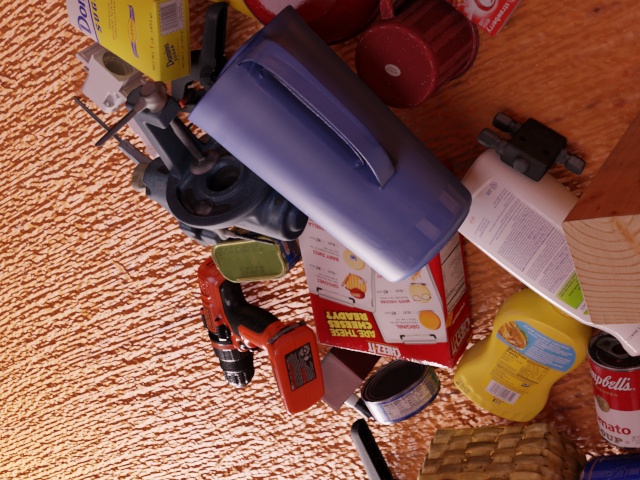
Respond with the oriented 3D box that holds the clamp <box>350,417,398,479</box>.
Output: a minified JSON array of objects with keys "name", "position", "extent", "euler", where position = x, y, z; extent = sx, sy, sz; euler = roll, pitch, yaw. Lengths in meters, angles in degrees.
[{"name":"clamp","position":[0.102,0.315,1.306],"extent":[0.165,0.036,0.210],"euler":[21,133,14]}]

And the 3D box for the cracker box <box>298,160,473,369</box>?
[{"name":"cracker box","position":[0.064,0.016,1.104],"extent":[0.164,0.072,0.214],"euler":[8,125,31]}]

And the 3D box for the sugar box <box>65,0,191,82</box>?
[{"name":"sugar box","position":[-0.202,-0.238,1.096],"extent":[0.176,0.048,0.093],"euler":[33,135,35]}]

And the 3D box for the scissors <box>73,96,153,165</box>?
[{"name":"scissors","position":[-0.217,-0.105,1.224],"extent":[0.202,0.016,0.096],"euler":[44,172,0]}]

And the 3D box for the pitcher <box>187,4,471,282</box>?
[{"name":"pitcher","position":[0.015,-0.079,0.926],"extent":[0.243,0.149,0.145],"euler":[42,125,-5]}]

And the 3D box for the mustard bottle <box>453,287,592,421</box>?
[{"name":"mustard bottle","position":[0.214,0.100,1.065],"extent":[0.096,0.058,0.192],"euler":[29,133,2]}]

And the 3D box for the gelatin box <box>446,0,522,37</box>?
[{"name":"gelatin box","position":[0.145,-0.230,0.907],"extent":[0.073,0.030,0.089],"euler":[39,134,5]}]

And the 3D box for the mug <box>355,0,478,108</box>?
[{"name":"mug","position":[0.080,-0.180,0.951],"extent":[0.093,0.081,0.117],"euler":[2,120,34]}]

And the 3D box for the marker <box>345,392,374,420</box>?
[{"name":"marker","position":[0.017,0.176,1.282],"extent":[0.121,0.020,0.020],"euler":[34,133,10]}]

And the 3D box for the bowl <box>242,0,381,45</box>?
[{"name":"bowl","position":[-0.016,-0.248,0.964],"extent":[0.162,0.055,0.162],"euler":[8,117,16]}]

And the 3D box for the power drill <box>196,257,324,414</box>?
[{"name":"power drill","position":[-0.073,0.126,1.243],"extent":[0.188,0.057,0.184],"euler":[29,140,46]}]

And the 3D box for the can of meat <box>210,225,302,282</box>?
[{"name":"can of meat","position":[-0.058,0.001,1.169],"extent":[0.102,0.083,0.057],"euler":[-7,115,37]}]

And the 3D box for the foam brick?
[{"name":"foam brick","position":[0.027,0.149,1.234],"extent":[0.051,0.052,0.078],"euler":[39,135,6]}]

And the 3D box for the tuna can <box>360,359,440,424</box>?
[{"name":"tuna can","position":[0.089,0.164,1.178],"extent":[0.086,0.086,0.033],"euler":[-17,111,41]}]

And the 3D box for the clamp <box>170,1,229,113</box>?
[{"name":"clamp","position":[-0.096,-0.166,1.104],"extent":[0.120,0.039,0.172],"euler":[44,148,-8]}]

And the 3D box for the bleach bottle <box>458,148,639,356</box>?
[{"name":"bleach bottle","position":[0.229,0.024,0.962],"extent":[0.251,0.067,0.103],"euler":[44,136,19]}]
